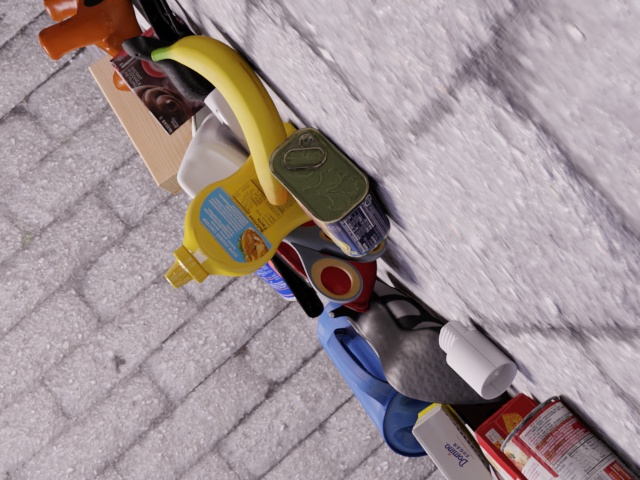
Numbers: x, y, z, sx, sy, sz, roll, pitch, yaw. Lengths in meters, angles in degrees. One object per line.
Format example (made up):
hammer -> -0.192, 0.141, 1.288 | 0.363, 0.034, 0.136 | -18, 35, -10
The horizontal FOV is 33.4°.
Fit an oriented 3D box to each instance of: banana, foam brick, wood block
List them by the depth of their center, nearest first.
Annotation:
banana -> -0.077, -0.126, 1.004 | 0.198, 0.070, 0.037 | 52, -145, 10
foam brick -> 0.187, 0.191, 1.188 | 0.078, 0.053, 0.051 | 48, 175, -3
wood block -> -0.237, -0.181, 1.549 | 0.206, 0.091, 0.090 | 58, -176, 10

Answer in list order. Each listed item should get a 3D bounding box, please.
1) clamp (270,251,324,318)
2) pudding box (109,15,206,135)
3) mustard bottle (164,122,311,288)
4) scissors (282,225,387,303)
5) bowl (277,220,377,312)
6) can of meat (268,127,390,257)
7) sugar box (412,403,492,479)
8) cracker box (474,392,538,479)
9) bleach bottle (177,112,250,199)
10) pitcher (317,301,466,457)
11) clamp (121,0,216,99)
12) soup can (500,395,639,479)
clamp -> -0.058, 0.002, 1.282 | 0.210, 0.036, 0.164 | 50, 167, 20
pudding box -> -0.170, -0.187, 1.199 | 0.039, 0.090, 0.113 | 47, 175, 39
mustard bottle -> -0.075, -0.022, 1.050 | 0.096, 0.191, 0.058 | 49, 175, -2
scissors -> -0.034, 0.010, 1.078 | 0.202, 0.096, 0.016 | 5, 168, 9
bowl -> 0.008, 0.004, 1.156 | 0.162, 0.055, 0.162 | 39, -169, -10
can of meat -> 0.011, -0.041, 0.959 | 0.102, 0.057, 0.084 | 46, 177, 33
sugar box -> 0.147, 0.227, 1.184 | 0.093, 0.048, 0.176 | 53, -179, 7
cracker box -> 0.248, 0.260, 1.078 | 0.164, 0.072, 0.213 | 46, 173, 31
bleach bottle -> -0.099, -0.095, 1.222 | 0.102, 0.068, 0.251 | 37, -166, -10
pitcher -> 0.081, 0.158, 1.392 | 0.243, 0.145, 0.149 | 47, 155, 54
clamp -> -0.154, -0.209, 1.106 | 0.171, 0.039, 0.120 | 40, -138, -60
soup can -> 0.212, 0.190, 0.899 | 0.102, 0.068, 0.068 | 46, 174, 24
